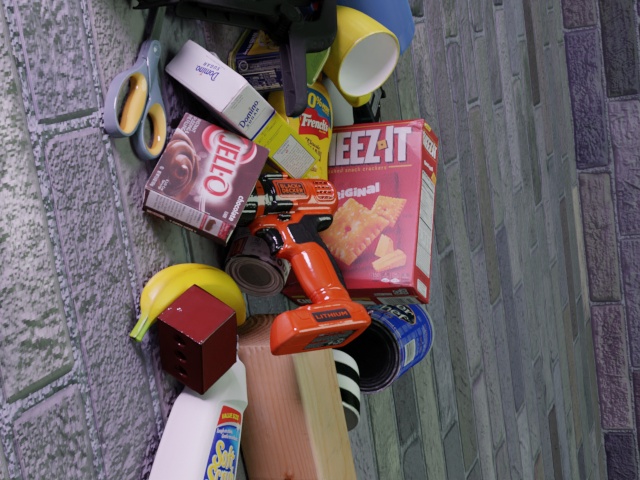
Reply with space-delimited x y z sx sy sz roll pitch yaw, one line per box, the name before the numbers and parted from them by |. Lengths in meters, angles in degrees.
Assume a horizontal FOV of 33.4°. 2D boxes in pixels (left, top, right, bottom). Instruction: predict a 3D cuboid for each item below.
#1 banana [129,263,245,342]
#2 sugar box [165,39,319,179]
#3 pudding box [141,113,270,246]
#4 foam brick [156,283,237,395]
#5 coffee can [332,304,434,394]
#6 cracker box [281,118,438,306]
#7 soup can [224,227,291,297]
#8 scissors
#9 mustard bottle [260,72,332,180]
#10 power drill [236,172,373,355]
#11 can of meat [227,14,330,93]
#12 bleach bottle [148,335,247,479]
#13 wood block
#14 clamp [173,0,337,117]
banana | -0.121 0.055 1.034 0.197 0.037 0.070 1 116 -63
sugar box | -0.075 -0.128 1.083 0.048 0.093 0.176 -50 149 -3
pudding box | -0.108 -0.059 1.006 0.039 0.090 0.113 116 -4 -50
foam brick | -0.112 0.091 0.977 0.051 0.053 0.078 -42 150 -36
coffee can | 0.079 0.133 1.394 0.140 0.103 0.103 -20 105 -65
cracker box | 0.048 -0.032 1.269 0.072 0.164 0.213 42 49 -61
soup can | -0.057 0.001 1.142 0.068 0.069 0.102 64 33 -41
scissors | -0.154 -0.159 1.006 0.096 0.016 0.201 66 31 -42
mustard bottle | -0.025 -0.129 1.243 0.096 0.058 0.191 28 60 -45
power drill | -0.039 0.018 1.055 0.184 0.057 0.188 -4 63 -35
can of meat | -0.043 -0.207 1.181 0.102 0.084 0.057 -67 146 -45
bleach bottle | -0.114 0.197 0.994 0.102 0.068 0.250 57 35 -51
wood block | -0.032 0.189 1.146 0.090 0.091 0.206 -41 124 -60
clamp | -0.033 -0.213 1.096 0.164 0.036 0.209 48 42 5
